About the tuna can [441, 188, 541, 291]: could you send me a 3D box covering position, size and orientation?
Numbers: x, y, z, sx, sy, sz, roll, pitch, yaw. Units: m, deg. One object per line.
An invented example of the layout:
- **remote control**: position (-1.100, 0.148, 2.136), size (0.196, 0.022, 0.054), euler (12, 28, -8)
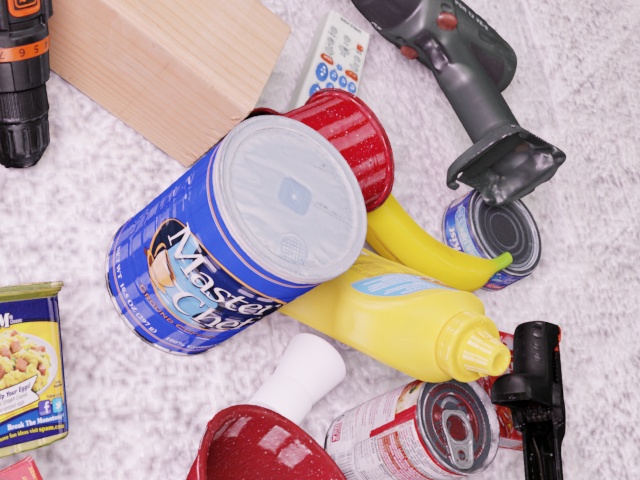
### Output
- **tuna can**: position (0.143, -0.003, 0.887), size (0.086, 0.034, 0.086), euler (18, 57, -31)

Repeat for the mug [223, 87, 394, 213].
- **mug**: position (-0.019, -0.055, 0.730), size (0.081, 0.093, 0.117), euler (-28, 57, -37)

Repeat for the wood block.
- **wood block**: position (-0.134, -0.155, 0.702), size (0.206, 0.091, 0.090), euler (36, 50, -19)

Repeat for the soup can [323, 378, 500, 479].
- **soup can**: position (0.057, 0.131, 0.699), size (0.068, 0.102, 0.068), euler (18, 57, -31)

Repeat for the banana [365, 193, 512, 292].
- **banana**: position (0.061, -0.015, 0.804), size (0.197, 0.037, 0.069), euler (39, 53, -20)

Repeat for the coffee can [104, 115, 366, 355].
- **coffee can**: position (-0.054, 0.001, 0.650), size (0.102, 0.141, 0.103), euler (18, 57, -31)

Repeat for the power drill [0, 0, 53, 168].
- **power drill**: position (-0.222, -0.104, 0.567), size (0.187, 0.057, 0.184), euler (-35, 131, -50)

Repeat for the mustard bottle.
- **mustard bottle**: position (0.047, 0.046, 0.679), size (0.096, 0.192, 0.058), euler (2, 102, -37)

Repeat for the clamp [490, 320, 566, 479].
- **clamp**: position (0.153, 0.128, 0.746), size (0.209, 0.036, 0.164), euler (-54, 134, -66)

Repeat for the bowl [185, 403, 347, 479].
- **bowl**: position (-0.031, 0.177, 0.614), size (0.162, 0.055, 0.162), euler (42, 25, -25)

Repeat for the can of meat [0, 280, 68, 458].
- **can of meat**: position (-0.176, 0.066, 0.535), size (0.101, 0.058, 0.084), euler (-5, 90, -51)
